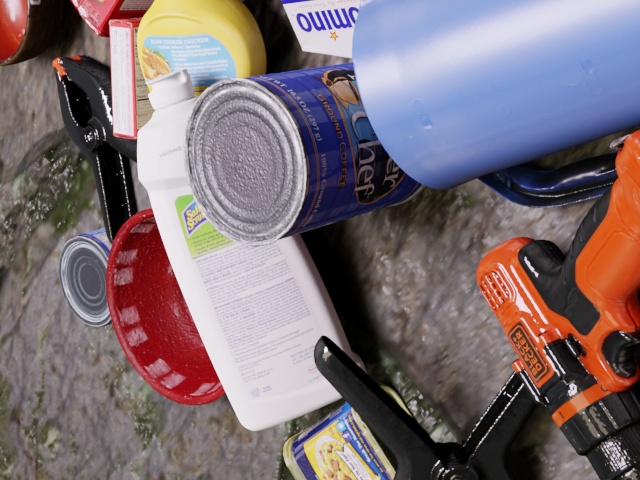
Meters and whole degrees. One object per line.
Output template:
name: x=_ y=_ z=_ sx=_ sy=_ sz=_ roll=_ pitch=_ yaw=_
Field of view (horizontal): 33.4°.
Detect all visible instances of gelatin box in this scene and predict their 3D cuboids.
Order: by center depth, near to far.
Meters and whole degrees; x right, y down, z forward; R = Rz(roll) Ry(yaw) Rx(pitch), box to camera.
gelatin box: x=-0.125 y=-0.127 z=0.820 sx=0.030 sy=0.073 sz=0.089 roll=13 pitch=111 yaw=39

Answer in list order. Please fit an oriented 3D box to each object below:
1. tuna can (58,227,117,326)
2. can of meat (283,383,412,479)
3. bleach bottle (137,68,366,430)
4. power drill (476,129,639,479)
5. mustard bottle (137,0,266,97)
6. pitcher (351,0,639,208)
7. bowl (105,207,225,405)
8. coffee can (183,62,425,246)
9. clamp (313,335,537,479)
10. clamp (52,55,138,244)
tuna can: x=-0.195 y=0.033 z=0.952 sx=0.086 sy=0.033 sz=0.086 roll=13 pitch=110 yaw=38
can of meat: x=0.034 y=0.166 z=0.775 sx=0.084 sy=0.057 sz=0.102 roll=-43 pitch=74 yaw=37
bleach bottle: x=-0.055 y=0.001 z=0.745 sx=0.068 sy=0.102 sz=0.251 roll=-146 pitch=35 yaw=-74
power drill: x=0.168 y=0.043 z=0.558 sx=0.184 sy=0.057 sz=0.188 roll=59 pitch=148 yaw=22
mustard bottle: x=-0.083 y=-0.120 z=0.768 sx=0.096 sy=0.058 sz=0.191 roll=5 pitch=119 yaw=30
pitcher: x=0.152 y=-0.108 z=0.562 sx=0.243 sy=0.149 sz=0.145 roll=-13 pitch=78 yaw=39
bowl: x=-0.101 y=0.048 z=0.859 sx=0.162 sy=0.055 sz=0.162 roll=13 pitch=110 yaw=38
coffee can: x=-0.003 y=-0.060 z=0.687 sx=0.103 sy=0.140 sz=0.103 roll=13 pitch=110 yaw=38
clamp: x=0.077 y=0.144 z=0.696 sx=0.164 sy=0.036 sz=0.210 roll=1 pitch=108 yaw=2
clamp: x=-0.172 y=-0.090 z=0.895 sx=0.120 sy=0.039 sz=0.171 roll=-31 pitch=81 yaw=40
